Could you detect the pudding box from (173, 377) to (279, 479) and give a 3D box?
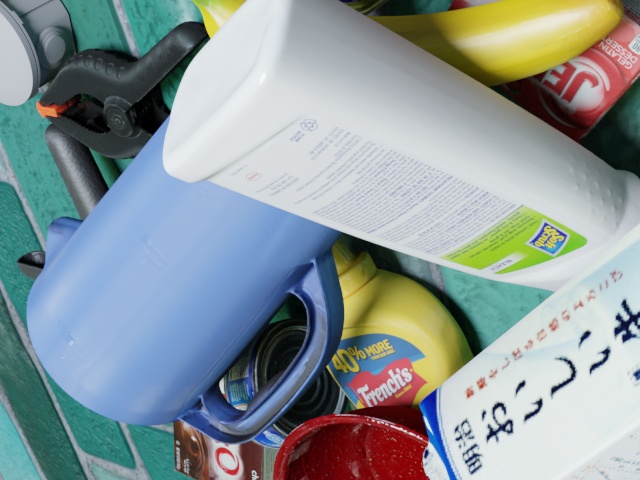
[{"bbox_3d":[-0.070,0.140,0.821,0.090,0.039,0.113,17,121,33],"label":"pudding box"}]

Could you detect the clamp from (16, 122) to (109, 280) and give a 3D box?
[{"bbox_3d":[-0.142,0.021,0.774,0.210,0.036,0.165,38,137,19],"label":"clamp"}]

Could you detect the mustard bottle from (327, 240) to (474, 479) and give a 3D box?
[{"bbox_3d":[0.052,0.079,0.660,0.096,0.058,0.191,-22,106,48],"label":"mustard bottle"}]

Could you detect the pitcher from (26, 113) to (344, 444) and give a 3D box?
[{"bbox_3d":[-0.054,0.001,0.611,0.149,0.145,0.243,21,132,-26],"label":"pitcher"}]

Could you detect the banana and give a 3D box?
[{"bbox_3d":[0.031,-0.090,0.476,0.198,0.037,0.069,5,164,13],"label":"banana"}]

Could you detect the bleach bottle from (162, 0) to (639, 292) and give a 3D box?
[{"bbox_3d":[0.062,-0.023,0.484,0.250,0.068,0.103,24,148,-25],"label":"bleach bottle"}]

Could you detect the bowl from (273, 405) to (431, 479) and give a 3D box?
[{"bbox_3d":[0.054,0.153,0.627,0.162,0.055,0.162,18,128,24],"label":"bowl"}]

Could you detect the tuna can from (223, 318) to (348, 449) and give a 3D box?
[{"bbox_3d":[-0.021,0.096,0.719,0.034,0.086,0.086,-19,108,46],"label":"tuna can"}]

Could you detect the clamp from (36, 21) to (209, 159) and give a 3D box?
[{"bbox_3d":[-0.114,-0.078,0.697,0.172,0.039,0.120,2,121,42],"label":"clamp"}]
